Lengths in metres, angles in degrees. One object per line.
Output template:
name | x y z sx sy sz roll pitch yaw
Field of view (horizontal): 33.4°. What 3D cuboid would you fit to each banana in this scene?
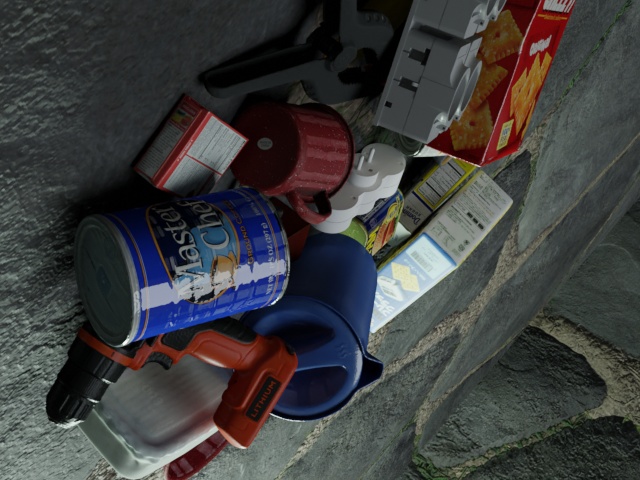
banana | 0.067 -0.232 0.969 0.069 0.037 0.198 25 102 -51

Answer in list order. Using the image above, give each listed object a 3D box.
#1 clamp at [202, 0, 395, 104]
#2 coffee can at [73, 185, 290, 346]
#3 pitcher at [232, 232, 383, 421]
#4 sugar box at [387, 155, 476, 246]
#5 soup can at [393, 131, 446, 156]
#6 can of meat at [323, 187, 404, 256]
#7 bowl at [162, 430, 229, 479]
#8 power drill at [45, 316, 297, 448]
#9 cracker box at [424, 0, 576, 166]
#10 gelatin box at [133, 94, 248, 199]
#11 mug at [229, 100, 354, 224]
clamp | 0.000 -0.156 0.893 0.164 0.036 0.209 -44 154 8
coffee can | -0.110 0.018 0.847 0.140 0.103 0.103 -13 141 -34
pitcher | -0.016 0.074 1.127 0.145 0.149 0.242 -33 -170 18
sugar box | 0.148 -0.070 1.389 0.176 0.048 0.093 -48 180 -16
soup can | 0.142 -0.131 1.212 0.102 0.068 0.069 -6 137 -28
can of meat | 0.051 -0.019 1.280 0.083 0.057 0.102 -42 160 -33
bowl | -0.141 0.203 1.238 0.162 0.055 0.162 -44 159 -22
power drill | -0.127 0.112 0.945 0.187 0.057 0.184 34 87 -28
cracker box | 0.191 -0.189 1.072 0.164 0.072 0.214 -23 134 -64
gelatin box | -0.104 -0.071 0.869 0.073 0.030 0.089 -54 161 3
mug | -0.025 -0.068 0.937 0.093 0.117 0.081 -26 168 28
